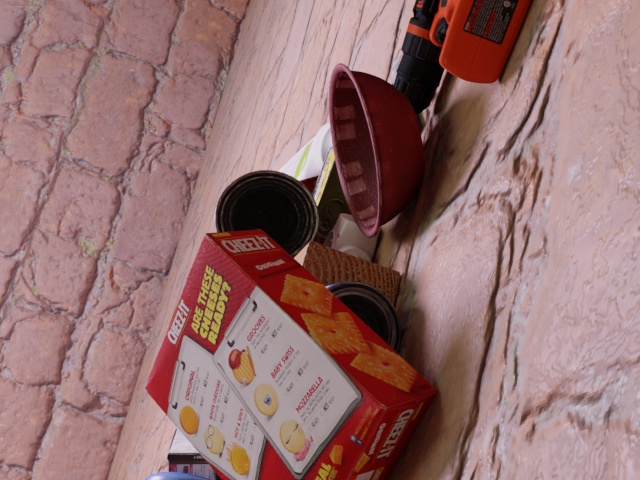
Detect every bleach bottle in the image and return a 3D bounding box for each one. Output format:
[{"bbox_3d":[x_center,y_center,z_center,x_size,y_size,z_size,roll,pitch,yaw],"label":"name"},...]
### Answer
[{"bbox_3d":[-0.009,-0.076,1.327,0.251,0.068,0.102,140,149,-64],"label":"bleach bottle"}]

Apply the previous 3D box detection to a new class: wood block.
[{"bbox_3d":[-0.010,0.084,1.013,0.206,0.090,0.090,135,151,-64],"label":"wood block"}]

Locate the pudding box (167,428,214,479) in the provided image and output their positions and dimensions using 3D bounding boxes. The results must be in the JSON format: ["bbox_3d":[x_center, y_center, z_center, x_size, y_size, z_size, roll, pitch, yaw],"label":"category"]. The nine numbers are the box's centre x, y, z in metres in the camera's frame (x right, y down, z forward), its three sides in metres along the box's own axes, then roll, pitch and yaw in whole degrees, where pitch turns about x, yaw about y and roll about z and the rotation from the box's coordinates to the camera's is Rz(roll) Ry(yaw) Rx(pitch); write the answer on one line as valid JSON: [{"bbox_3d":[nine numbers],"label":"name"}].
[{"bbox_3d":[-0.133,0.253,1.264,0.113,0.090,0.039,-119,28,-86],"label":"pudding box"}]

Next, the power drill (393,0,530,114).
[{"bbox_3d":[0.118,-0.187,0.936,0.188,0.057,0.184,-116,43,-72],"label":"power drill"}]

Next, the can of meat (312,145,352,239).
[{"bbox_3d":[0.025,-0.053,1.149,0.084,0.057,0.102,-123,53,-77],"label":"can of meat"}]

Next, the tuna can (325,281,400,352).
[{"bbox_3d":[0.023,0.077,0.888,0.034,0.086,0.086,156,132,-72],"label":"tuna can"}]

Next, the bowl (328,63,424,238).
[{"bbox_3d":[0.055,-0.086,0.980,0.162,0.055,0.162,168,90,-79],"label":"bowl"}]

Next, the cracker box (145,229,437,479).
[{"bbox_3d":[-0.031,0.116,0.834,0.214,0.071,0.164,42,121,32],"label":"cracker box"}]

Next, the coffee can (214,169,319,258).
[{"bbox_3d":[-0.057,0.001,1.099,0.140,0.103,0.102,102,-178,-70],"label":"coffee can"}]
